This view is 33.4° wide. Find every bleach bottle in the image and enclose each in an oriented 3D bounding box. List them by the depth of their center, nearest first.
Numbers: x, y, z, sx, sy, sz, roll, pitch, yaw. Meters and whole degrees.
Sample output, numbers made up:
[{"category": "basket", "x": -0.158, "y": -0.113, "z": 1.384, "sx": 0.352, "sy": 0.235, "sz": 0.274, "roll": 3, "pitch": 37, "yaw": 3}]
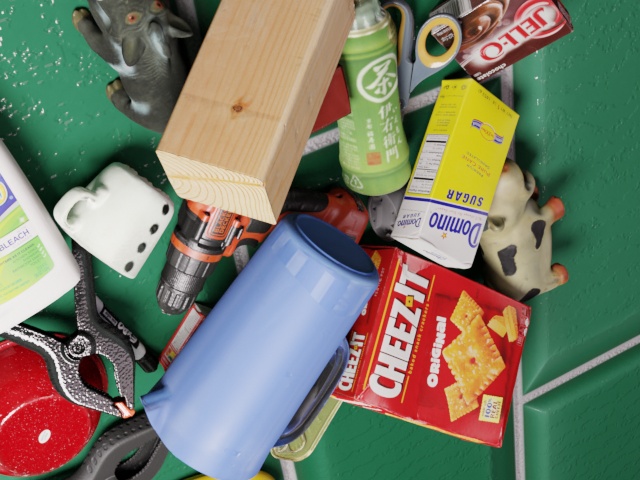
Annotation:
[{"category": "bleach bottle", "x": -0.295, "y": -0.047, "z": 0.854, "sx": 0.102, "sy": 0.068, "sz": 0.250, "roll": -33, "pitch": 123, "yaw": -10}]

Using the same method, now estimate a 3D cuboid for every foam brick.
[{"category": "foam brick", "x": -0.016, "y": -0.140, "z": 0.971, "sx": 0.051, "sy": 0.078, "sz": 0.053, "roll": -28, "pitch": 130, "yaw": -17}]

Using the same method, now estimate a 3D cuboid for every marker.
[{"category": "marker", "x": -0.194, "y": 0.093, "z": 1.042, "sx": 0.020, "sy": 0.020, "sz": 0.121, "roll": -39, "pitch": 132, "yaw": -6}]

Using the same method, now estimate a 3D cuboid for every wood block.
[{"category": "wood block", "x": -0.048, "y": -0.132, "z": 0.871, "sx": 0.090, "sy": 0.091, "sz": 0.206, "roll": 76, "pitch": 33, "yaw": -67}]

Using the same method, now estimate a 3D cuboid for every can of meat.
[{"category": "can of meat", "x": -0.032, "y": 0.171, "z": 1.150, "sx": 0.057, "sy": 0.084, "sz": 0.102, "roll": 19, "pitch": 107, "yaw": -39}]

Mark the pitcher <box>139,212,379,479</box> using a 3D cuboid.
[{"category": "pitcher", "x": -0.045, "y": 0.100, "z": 1.012, "sx": 0.243, "sy": 0.145, "sz": 0.149, "roll": -55, "pitch": 174, "yaw": 17}]

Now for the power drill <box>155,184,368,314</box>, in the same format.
[{"category": "power drill", "x": -0.057, "y": 0.001, "z": 1.047, "sx": 0.187, "sy": 0.057, "sz": 0.185, "roll": 9, "pitch": 118, "yaw": -37}]

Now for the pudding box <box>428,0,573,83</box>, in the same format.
[{"category": "pudding box", "x": 0.176, "y": -0.214, "z": 1.041, "sx": 0.114, "sy": 0.039, "sz": 0.090, "roll": -26, "pitch": 137, "yaw": 28}]

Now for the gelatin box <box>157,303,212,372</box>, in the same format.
[{"category": "gelatin box", "x": -0.111, "y": 0.112, "z": 1.099, "sx": 0.089, "sy": 0.030, "sz": 0.073, "roll": 25, "pitch": 103, "yaw": -40}]

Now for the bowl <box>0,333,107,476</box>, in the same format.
[{"category": "bowl", "x": -0.272, "y": 0.170, "z": 1.017, "sx": 0.161, "sy": 0.055, "sz": 0.162, "roll": -16, "pitch": 126, "yaw": -24}]

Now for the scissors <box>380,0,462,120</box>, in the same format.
[{"category": "scissors", "x": 0.096, "y": -0.146, "z": 1.054, "sx": 0.096, "sy": 0.016, "sz": 0.202, "roll": -4, "pitch": 126, "yaw": 10}]

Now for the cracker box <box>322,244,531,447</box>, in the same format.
[{"category": "cracker box", "x": 0.119, "y": 0.115, "z": 1.139, "sx": 0.213, "sy": 0.072, "sz": 0.164, "roll": 23, "pitch": 76, "yaw": -33}]

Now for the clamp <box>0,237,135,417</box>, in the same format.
[{"category": "clamp", "x": -0.233, "y": 0.095, "z": 0.972, "sx": 0.120, "sy": 0.039, "sz": 0.171, "roll": -26, "pitch": 98, "yaw": -4}]

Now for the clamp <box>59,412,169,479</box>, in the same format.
[{"category": "clamp", "x": -0.231, "y": 0.247, "z": 1.096, "sx": 0.210, "sy": 0.036, "sz": 0.164, "roll": -49, "pitch": 143, "yaw": 1}]

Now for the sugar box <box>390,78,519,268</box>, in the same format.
[{"category": "sugar box", "x": 0.140, "y": -0.068, "z": 1.094, "sx": 0.093, "sy": 0.048, "sz": 0.176, "roll": 26, "pitch": 76, "yaw": -41}]
